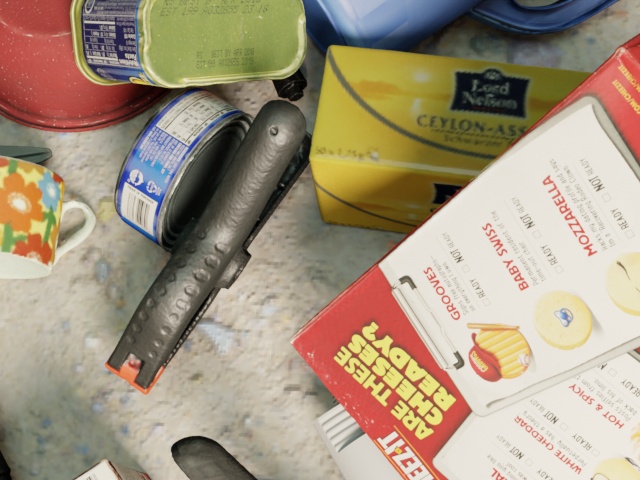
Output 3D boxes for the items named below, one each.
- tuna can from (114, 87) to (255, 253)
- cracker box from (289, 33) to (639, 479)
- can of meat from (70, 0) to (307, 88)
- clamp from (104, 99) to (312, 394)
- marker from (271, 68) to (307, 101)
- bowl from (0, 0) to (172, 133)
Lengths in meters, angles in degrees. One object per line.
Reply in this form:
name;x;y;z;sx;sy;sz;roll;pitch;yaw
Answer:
tuna can;-0.071;-0.038;0.572;0.034;0.086;0.086;32;78;14
cracker box;0.114;0.039;0.469;0.164;0.072;0.214;50;126;5
can of meat;-0.069;-0.112;0.572;0.101;0.084;0.057;-11;106;-33
clamp;-0.054;0.001;0.546;0.039;0.120;0.171;31;82;8
marker;-0.039;-0.134;0.633;0.020;0.020;0.121;-25;73;-4
bowl;-0.148;-0.148;0.628;0.162;0.055;0.162;-1;73;4
